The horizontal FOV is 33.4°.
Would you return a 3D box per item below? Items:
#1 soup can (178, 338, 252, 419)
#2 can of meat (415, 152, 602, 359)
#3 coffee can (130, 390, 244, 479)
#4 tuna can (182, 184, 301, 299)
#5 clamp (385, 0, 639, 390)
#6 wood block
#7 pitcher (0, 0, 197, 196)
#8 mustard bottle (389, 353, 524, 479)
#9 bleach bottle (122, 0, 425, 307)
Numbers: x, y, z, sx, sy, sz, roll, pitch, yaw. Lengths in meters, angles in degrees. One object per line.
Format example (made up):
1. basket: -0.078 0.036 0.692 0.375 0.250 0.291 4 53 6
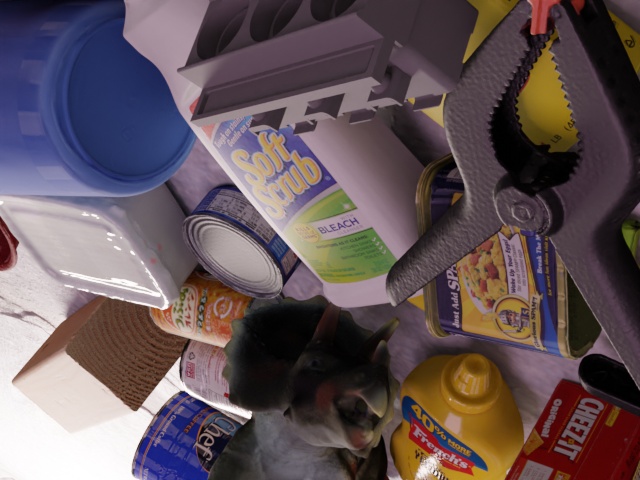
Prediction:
1. soup can: -0.060 0.114 0.900 0.102 0.068 0.068 15 144 33
2. can of meat: 0.103 0.008 0.563 0.084 0.057 0.102 9 115 38
3. coffee can: -0.104 0.229 1.074 0.140 0.102 0.103 27 149 15
4. tuna can: -0.055 0.001 0.766 0.086 0.033 0.086 26 149 17
5. clamp: 0.105 -0.014 0.466 0.165 0.036 0.210 27 139 24
6. wood block: -0.221 0.120 1.051 0.090 0.090 0.206 43 150 -12
7. pitcher: -0.179 -0.087 0.669 0.243 0.149 0.145 8 129 44
8. mustard bottle: 0.100 0.135 0.773 0.096 0.058 0.192 41 153 24
9. bleach bottle: -0.027 -0.064 0.582 0.103 0.068 0.250 -12 133 45
